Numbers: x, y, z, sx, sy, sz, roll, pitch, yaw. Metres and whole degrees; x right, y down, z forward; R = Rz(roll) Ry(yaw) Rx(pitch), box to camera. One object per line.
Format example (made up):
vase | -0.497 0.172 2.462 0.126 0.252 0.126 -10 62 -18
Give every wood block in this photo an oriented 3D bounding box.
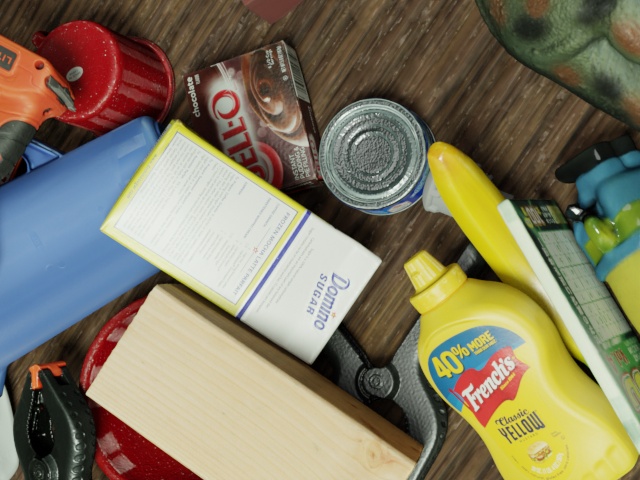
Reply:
wood block | -0.041 0.123 0.728 0.206 0.090 0.091 33 92 10

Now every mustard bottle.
mustard bottle | 0.122 0.086 0.715 0.191 0.058 0.096 52 130 -1

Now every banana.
banana | 0.137 0.010 0.729 0.037 0.070 0.198 -40 95 -5

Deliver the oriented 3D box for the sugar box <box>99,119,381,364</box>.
sugar box | -0.055 0.001 0.750 0.176 0.048 0.093 35 92 -13

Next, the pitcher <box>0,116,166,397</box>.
pitcher | -0.213 -0.003 0.817 0.243 0.149 0.145 -29 54 2

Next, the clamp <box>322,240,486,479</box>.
clamp | 0.036 0.099 0.787 0.165 0.036 0.210 2 84 20

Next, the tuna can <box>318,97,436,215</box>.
tuna can | 0.043 -0.063 0.799 0.086 0.033 0.086 -2 85 20

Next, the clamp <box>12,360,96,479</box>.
clamp | -0.208 0.182 0.820 0.120 0.039 0.171 -18 78 28

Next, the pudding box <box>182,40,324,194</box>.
pudding box | -0.051 -0.087 0.831 0.090 0.039 0.113 -16 81 18

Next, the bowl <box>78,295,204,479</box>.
bowl | -0.104 0.121 0.826 0.162 0.055 0.162 -2 85 20

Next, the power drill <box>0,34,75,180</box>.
power drill | -0.278 -0.066 0.762 0.184 0.057 0.187 28 80 14

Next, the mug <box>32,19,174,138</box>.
mug | -0.185 -0.135 0.860 0.117 0.081 0.093 39 99 18
